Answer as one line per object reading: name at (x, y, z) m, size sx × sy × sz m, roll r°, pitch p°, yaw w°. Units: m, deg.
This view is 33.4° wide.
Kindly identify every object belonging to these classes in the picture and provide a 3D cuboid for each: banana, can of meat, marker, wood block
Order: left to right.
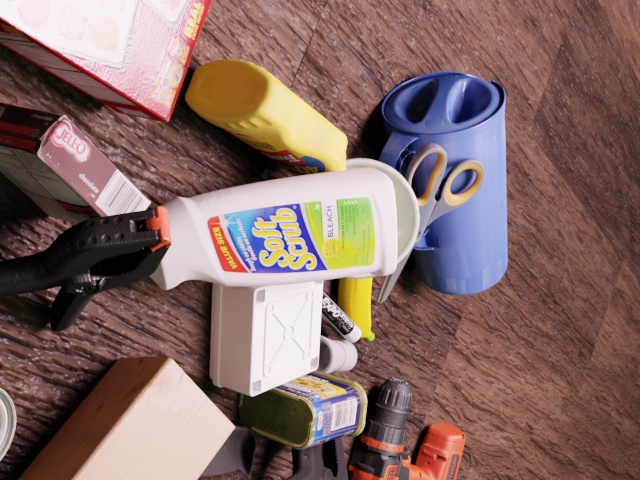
wood block at (-0.176, 0.199, 0.850) m, size 0.090 × 0.090 × 0.205 m, roll 51°, pitch 57°, yaw -23°
can of meat at (-0.019, 0.167, 1.067) m, size 0.083 × 0.102 × 0.057 m, roll -4°, pitch 103°, yaw -51°
marker at (0.004, 0.068, 1.119) m, size 0.121 × 0.020 × 0.020 m, roll 48°, pitch 62°, yaw -37°
banana at (0.044, 0.025, 1.167) m, size 0.069 × 0.037 × 0.198 m, roll -43°, pitch 140°, yaw -70°

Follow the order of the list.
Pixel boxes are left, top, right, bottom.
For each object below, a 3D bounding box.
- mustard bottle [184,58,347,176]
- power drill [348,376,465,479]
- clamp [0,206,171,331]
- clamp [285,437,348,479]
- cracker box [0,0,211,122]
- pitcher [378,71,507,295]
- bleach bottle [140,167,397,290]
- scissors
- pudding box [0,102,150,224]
mustard bottle at (-0.031, -0.098, 0.967) m, size 0.191 × 0.096 × 0.058 m, roll 30°, pitch 76°, yaw -54°
power drill at (0.106, 0.260, 1.310) m, size 0.187 × 0.057 × 0.184 m, roll 15°, pitch 93°, yaw -52°
clamp at (-0.173, 0.024, 0.779) m, size 0.120 × 0.172 × 0.039 m, roll 31°, pitch 44°, yaw -64°
clamp at (0.000, 0.263, 1.097) m, size 0.164 × 0.036 × 0.210 m, roll 63°, pitch 21°, yaw -21°
cracker box at (-0.170, -0.203, 0.764) m, size 0.213 × 0.072 × 0.164 m, roll 30°, pitch 76°, yaw -53°
pitcher at (0.142, -0.054, 1.202) m, size 0.145 × 0.149 × 0.243 m, roll -96°, pitch 175°, yaw -54°
bleach bottle at (-0.056, 0.001, 0.930) m, size 0.250 × 0.068 × 0.102 m, roll -11°, pitch 110°, yaw -24°
scissors at (0.118, -0.016, 1.138) m, size 0.096 × 0.016 × 0.202 m, roll -5°, pitch 128°, yaw -16°
pudding box at (-0.190, -0.051, 0.769) m, size 0.039 × 0.090 × 0.113 m, roll -60°, pitch 142°, yaw -20°
